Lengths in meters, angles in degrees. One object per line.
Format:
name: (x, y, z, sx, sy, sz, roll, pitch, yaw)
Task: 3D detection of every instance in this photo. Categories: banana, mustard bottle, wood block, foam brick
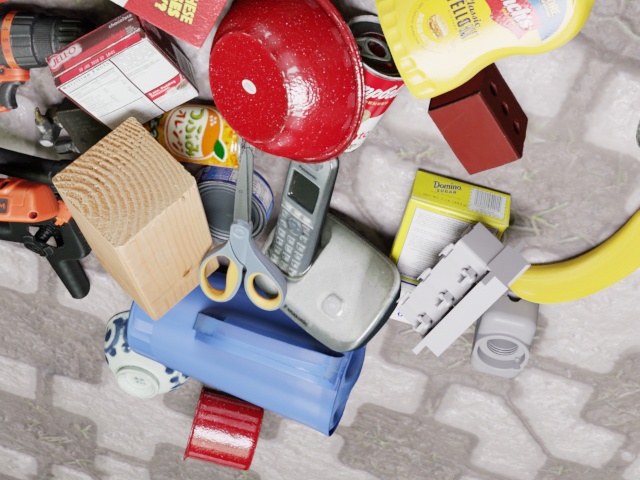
banana: (0.250, 0.019, 0.994, 0.198, 0.037, 0.069, -25, 124, 37)
mustard bottle: (0.142, -0.181, 0.793, 0.192, 0.058, 0.096, -19, 95, 23)
wood block: (-0.162, -0.013, 0.982, 0.090, 0.090, 0.206, 44, 165, 15)
foam brick: (0.133, -0.104, 0.895, 0.051, 0.053, 0.078, -17, 128, 32)

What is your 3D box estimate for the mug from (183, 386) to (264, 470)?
mug: (-0.118, 0.236, 1.319, 0.081, 0.093, 0.117, 15, 169, -4)

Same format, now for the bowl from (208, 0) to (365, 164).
bowl: (-0.041, -0.131, 0.869, 0.162, 0.055, 0.162, 24, 127, 35)

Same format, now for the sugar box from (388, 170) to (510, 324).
sugar box: (0.114, 0.016, 1.034, 0.093, 0.048, 0.176, 16, 141, 1)

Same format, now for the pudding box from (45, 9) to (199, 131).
pudding box: (-0.166, -0.141, 0.913, 0.090, 0.039, 0.113, -26, 155, 9)

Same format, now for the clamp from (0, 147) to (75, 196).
clamp: (-0.260, -0.064, 1.058, 0.171, 0.039, 0.120, 2, 171, 12)

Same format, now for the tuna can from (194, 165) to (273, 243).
tuna can: (-0.090, -0.037, 1.055, 0.086, 0.033, 0.086, 10, 137, 9)

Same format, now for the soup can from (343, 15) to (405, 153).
soup can: (0.029, -0.129, 0.894, 0.068, 0.068, 0.102, 27, 137, -10)

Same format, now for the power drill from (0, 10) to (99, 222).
power drill: (-0.281, -0.113, 0.968, 0.184, 0.057, 0.188, 2, 100, 14)

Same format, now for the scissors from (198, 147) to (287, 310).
scissors: (-0.056, 0.001, 0.971, 0.096, 0.016, 0.202, 27, 137, -4)

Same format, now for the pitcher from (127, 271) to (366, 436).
pitcher: (-0.076, 0.102, 1.113, 0.243, 0.144, 0.149, 18, 131, 10)

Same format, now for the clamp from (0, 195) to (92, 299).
clamp: (-0.302, -0.008, 1.127, 0.164, 0.036, 0.210, 29, 153, -11)
